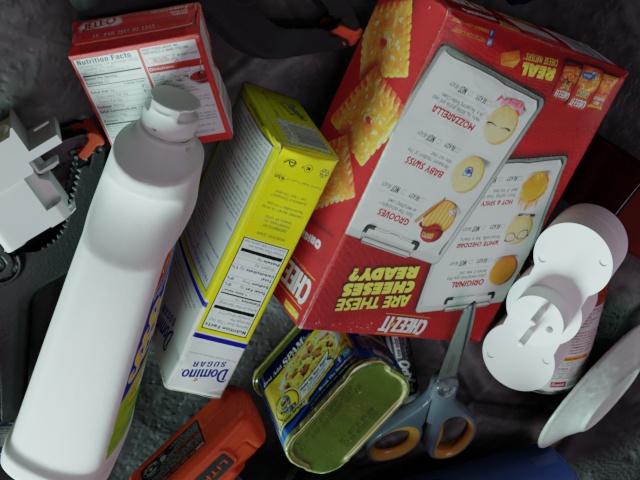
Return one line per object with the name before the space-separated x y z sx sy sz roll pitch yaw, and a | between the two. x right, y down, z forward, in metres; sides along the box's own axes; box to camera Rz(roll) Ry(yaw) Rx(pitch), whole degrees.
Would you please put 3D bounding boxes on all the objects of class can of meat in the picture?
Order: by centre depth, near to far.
can of meat | 0.007 0.101 0.750 0.057 0.084 0.102 33 104 -31

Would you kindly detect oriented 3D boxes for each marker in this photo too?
marker | 0.063 0.099 0.807 0.020 0.020 0.121 -18 123 -8

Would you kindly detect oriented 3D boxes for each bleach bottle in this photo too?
bleach bottle | -0.121 0.029 0.626 0.068 0.102 0.251 21 119 -3

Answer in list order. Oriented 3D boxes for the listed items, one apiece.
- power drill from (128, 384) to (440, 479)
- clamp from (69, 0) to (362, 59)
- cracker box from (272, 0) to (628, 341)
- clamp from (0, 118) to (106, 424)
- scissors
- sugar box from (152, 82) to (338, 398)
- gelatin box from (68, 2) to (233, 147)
power drill | -0.018 0.183 0.693 0.184 0.057 0.187 -43 110 -3
clamp | -0.056 -0.148 0.612 0.171 0.039 0.120 34 105 -27
cracker box | 0.075 -0.044 0.684 0.163 0.072 0.214 8 117 -37
clamp | -0.210 0.007 0.650 0.164 0.036 0.210 28 105 -31
scissors | 0.070 0.111 0.766 0.096 0.016 0.202 -15 142 0
sugar box | -0.054 0.001 0.667 0.048 0.093 0.176 14 114 -25
gelatin box | -0.095 -0.091 0.611 0.073 0.030 0.089 -8 144 5
